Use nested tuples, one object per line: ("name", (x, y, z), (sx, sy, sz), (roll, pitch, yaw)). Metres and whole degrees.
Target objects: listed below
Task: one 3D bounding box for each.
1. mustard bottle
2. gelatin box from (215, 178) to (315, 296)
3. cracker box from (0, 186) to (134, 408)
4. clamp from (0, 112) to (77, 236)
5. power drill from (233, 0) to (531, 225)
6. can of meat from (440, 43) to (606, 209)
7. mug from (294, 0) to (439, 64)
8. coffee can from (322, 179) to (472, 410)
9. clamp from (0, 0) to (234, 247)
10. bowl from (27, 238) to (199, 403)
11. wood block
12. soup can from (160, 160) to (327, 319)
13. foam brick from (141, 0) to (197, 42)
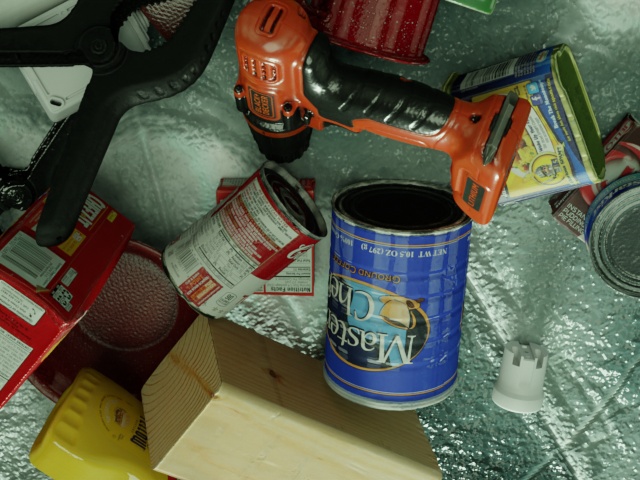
("mustard bottle", (-0.116, 0.177, 0.795), (0.191, 0.096, 0.058), (35, 112, -10))
("gelatin box", (-0.040, -0.002, 0.812), (0.073, 0.030, 0.089), (1, 113, 2))
("cracker box", (-0.227, 0.074, 0.723), (0.072, 0.164, 0.214), (37, 110, -10))
("clamp", (-0.219, -0.046, 0.799), (0.120, 0.039, 0.171), (-6, 121, -3))
("power drill", (0.034, -0.073, 0.695), (0.188, 0.184, 0.057), (20, 74, 8))
("can of meat", (0.142, -0.078, 0.739), (0.084, 0.057, 0.102), (-14, 113, 29))
("mug", (0.030, -0.169, 0.696), (0.117, 0.093, 0.081), (2, 114, -37))
("coffee can", (0.056, 0.038, 0.783), (0.103, 0.102, 0.140), (3, 113, 2))
("clamp", (-0.134, -0.104, 0.671), (0.210, 0.036, 0.164), (-30, 78, -5))
("bowl", (-0.159, 0.059, 0.832), (0.162, 0.055, 0.162), (1, 113, 3))
("wood block", (-0.021, 0.145, 0.808), (0.205, 0.091, 0.090), (28, 112, -29))
("soup can", (-0.055, 0.001, 0.759), (0.102, 0.068, 0.068), (-38, 106, 17))
("foam brick", (-0.085, -0.180, 0.726), (0.078, 0.051, 0.053), (-32, 109, 16))
